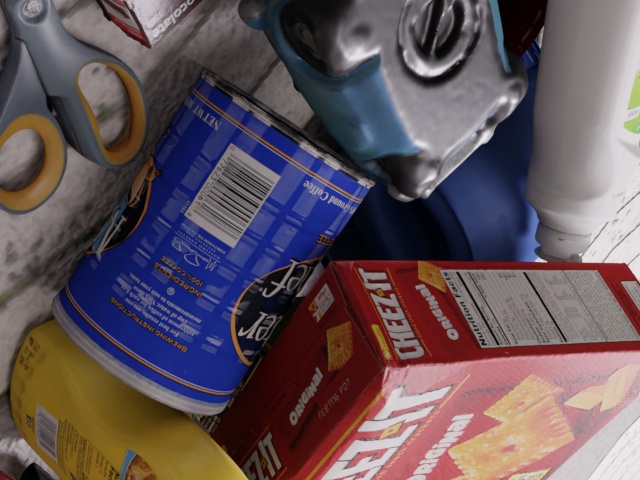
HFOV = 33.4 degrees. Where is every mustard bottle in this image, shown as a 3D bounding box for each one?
[{"bbox_3d":[-0.081,0.123,0.536,0.058,0.192,0.096,-24,139,-39],"label":"mustard bottle"}]

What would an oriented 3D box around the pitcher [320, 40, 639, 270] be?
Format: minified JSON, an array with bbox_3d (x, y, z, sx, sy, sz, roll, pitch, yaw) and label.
[{"bbox_3d":[0.115,-0.056,0.689,0.242,0.145,0.149,-33,171,-35],"label":"pitcher"}]

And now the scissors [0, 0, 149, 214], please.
[{"bbox_3d":[-0.130,-0.079,0.433,0.096,0.016,0.201,-46,149,-10],"label":"scissors"}]

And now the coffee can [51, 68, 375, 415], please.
[{"bbox_3d":[-0.053,0.001,0.534,0.140,0.103,0.102,-56,149,6],"label":"coffee can"}]

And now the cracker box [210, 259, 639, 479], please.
[{"bbox_3d":[0.067,0.088,0.584,0.213,0.072,0.164,1,138,-35],"label":"cracker box"}]
